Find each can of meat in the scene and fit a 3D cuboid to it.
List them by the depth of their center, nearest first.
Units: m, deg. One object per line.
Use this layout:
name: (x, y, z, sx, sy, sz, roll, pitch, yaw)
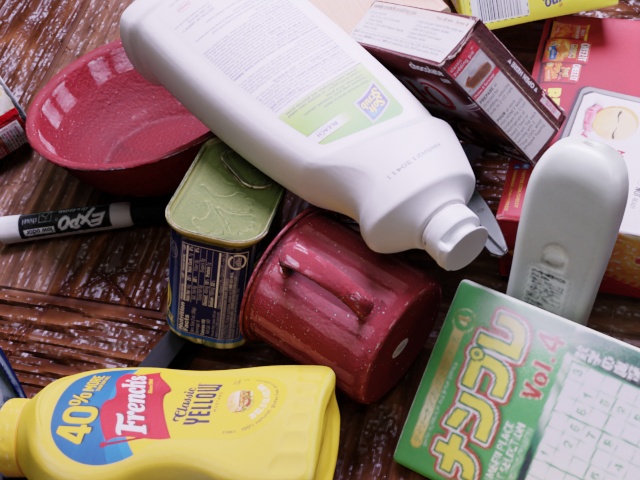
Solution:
can of meat: (-0.054, 0.001, 0.629, 0.057, 0.084, 0.102, 13, 38, 5)

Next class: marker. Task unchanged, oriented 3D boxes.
marker: (-0.157, -0.014, 0.718, 0.121, 0.020, 0.020, -7, 54, 7)

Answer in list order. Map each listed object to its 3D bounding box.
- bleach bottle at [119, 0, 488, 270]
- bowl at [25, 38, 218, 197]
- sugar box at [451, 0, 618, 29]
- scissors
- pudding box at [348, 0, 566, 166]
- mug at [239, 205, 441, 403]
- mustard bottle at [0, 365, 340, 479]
bleach bottle: (-0.007, -0.068, 0.600, 0.102, 0.068, 0.251, -37, 58, -11)
bowl: (-0.112, -0.079, 0.720, 0.162, 0.055, 0.162, -9, 41, 7)
sugar box: (0.131, -0.179, 0.705, 0.093, 0.048, 0.176, -9, 18, 6)
scissors: (0.062, -0.031, 0.636, 0.096, 0.016, 0.201, -16, 26, 17)
pudding box: (0.075, -0.093, 0.615, 0.039, 0.090, 0.114, -54, 31, -5)
mug: (0.012, 0.034, 0.592, 0.082, 0.117, 0.093, 31, 77, 23)
mustard bottle: (-0.090, 0.103, 0.549, 0.192, 0.058, 0.096, -1, 30, 10)
